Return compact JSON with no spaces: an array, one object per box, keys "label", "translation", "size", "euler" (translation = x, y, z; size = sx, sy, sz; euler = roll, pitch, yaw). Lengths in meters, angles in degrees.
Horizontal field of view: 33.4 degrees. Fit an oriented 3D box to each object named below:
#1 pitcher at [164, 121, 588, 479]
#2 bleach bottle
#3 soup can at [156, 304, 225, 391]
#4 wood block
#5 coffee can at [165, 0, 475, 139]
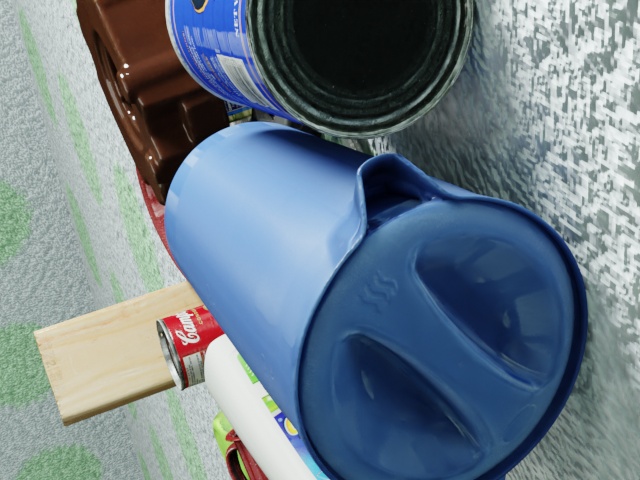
[{"label":"pitcher","translation":[0.008,0.025,0.524],"size":[0.149,0.144,0.243],"euler":[-66,28,6]},{"label":"bleach bottle","translation":[0.014,0.149,0.743],"size":[0.251,0.102,0.068],"euler":[45,144,44]},{"label":"soup can","translation":[-0.090,0.088,0.971],"size":[0.069,0.102,0.068],"euler":[162,90,-74]},{"label":"wood block","translation":[-0.164,0.102,1.039],"size":[0.091,0.205,0.090],"euler":[134,116,-72]},{"label":"coffee can","translation":[-0.007,-0.107,0.498],"size":[0.140,0.102,0.103],"euler":[-149,43,-65]}]
